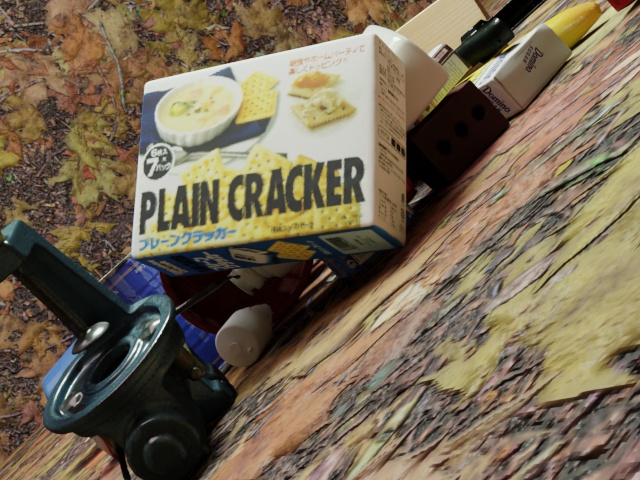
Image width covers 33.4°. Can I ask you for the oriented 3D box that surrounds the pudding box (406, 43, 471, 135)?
[{"bbox_3d":[0.084,-0.133,1.031,0.090,0.039,0.114,-50,7,-22],"label":"pudding box"}]

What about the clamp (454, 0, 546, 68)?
[{"bbox_3d":[0.159,-0.195,1.056,0.164,0.036,0.210,-45,5,-41],"label":"clamp"}]

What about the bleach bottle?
[{"bbox_3d":[0.003,-0.063,0.920,0.251,0.068,0.103,-53,23,5],"label":"bleach bottle"}]

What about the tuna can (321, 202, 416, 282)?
[{"bbox_3d":[0.038,-0.005,0.881,0.086,0.034,0.086,-43,5,5],"label":"tuna can"}]

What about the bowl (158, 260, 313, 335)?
[{"bbox_3d":[-0.086,0.005,0.981,0.162,0.162,0.055,-45,26,-20],"label":"bowl"}]

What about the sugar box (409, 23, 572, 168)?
[{"bbox_3d":[0.147,-0.130,0.998,0.093,0.048,0.176,-47,5,-31],"label":"sugar box"}]

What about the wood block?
[{"bbox_3d":[0.123,-0.210,1.317,0.206,0.091,0.090,-35,-17,17],"label":"wood block"}]

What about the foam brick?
[{"bbox_3d":[0.111,-0.089,0.909,0.078,0.053,0.051,-45,6,-13],"label":"foam brick"}]

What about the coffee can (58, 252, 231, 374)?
[{"bbox_3d":[-0.161,0.091,1.009,0.103,0.140,0.103,-42,5,5],"label":"coffee can"}]

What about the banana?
[{"bbox_3d":[0.206,-0.186,1.053,0.069,0.037,0.198,-46,6,-13],"label":"banana"}]
